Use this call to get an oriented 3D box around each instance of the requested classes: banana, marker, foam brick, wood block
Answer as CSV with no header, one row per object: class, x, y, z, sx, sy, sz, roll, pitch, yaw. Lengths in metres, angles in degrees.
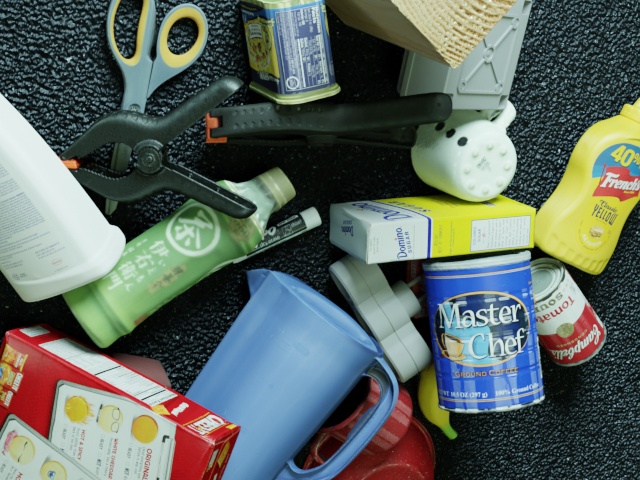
banana,0.149,0.121,1.110,0.069,0.037,0.198,14,120,-22
marker,-0.057,0.001,1.005,0.121,0.020,0.020,-25,117,-11
foam brick,-0.180,0.152,0.994,0.051,0.053,0.078,17,102,-27
wood block,0.064,-0.218,0.861,0.091,0.206,0.090,-49,120,1

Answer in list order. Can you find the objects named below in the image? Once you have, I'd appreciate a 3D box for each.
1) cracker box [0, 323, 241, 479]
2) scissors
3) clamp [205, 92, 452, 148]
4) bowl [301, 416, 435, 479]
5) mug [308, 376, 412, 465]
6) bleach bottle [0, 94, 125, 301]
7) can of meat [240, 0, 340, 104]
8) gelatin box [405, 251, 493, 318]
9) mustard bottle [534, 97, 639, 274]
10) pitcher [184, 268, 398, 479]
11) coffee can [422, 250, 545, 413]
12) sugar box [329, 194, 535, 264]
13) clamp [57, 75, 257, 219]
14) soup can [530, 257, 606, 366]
cracker box,-0.196,0.191,0.927,0.214,0.072,0.164,25,102,15
scissors,-0.144,-0.122,0.924,0.096,0.016,0.202,-7,112,-20
clamp,0.005,-0.102,0.949,0.210,0.164,0.036,-2,85,1
bowl,0.061,0.263,1.135,0.162,0.055,0.162,-8,113,-19
mug,0.032,0.174,1.065,0.081,0.093,0.117,38,79,-38
bleach bottle,-0.265,-0.070,0.857,0.103,0.068,0.250,-19,119,18
can of meat,-0.029,-0.168,0.904,0.057,0.102,0.084,-16,113,-18
gelatin box,0.130,0.036,1.089,0.089,0.030,0.073,-6,112,-20
mustard bottle,0.295,-0.065,1.101,0.096,0.058,0.192,22,100,-29
pitcher,-0.053,0.161,0.996,0.144,0.149,0.243,34,95,-34
coffee can,0.155,0.085,1.017,0.102,0.103,0.140,-7,92,-20
sugar box,0.106,-0.015,1.022,0.176,0.093,0.048,-3,104,-22
clamp,-0.134,-0.064,0.903,0.171,0.039,0.120,-12,99,10
soup can,0.250,0.075,1.131,0.068,0.069,0.102,-41,119,-3
